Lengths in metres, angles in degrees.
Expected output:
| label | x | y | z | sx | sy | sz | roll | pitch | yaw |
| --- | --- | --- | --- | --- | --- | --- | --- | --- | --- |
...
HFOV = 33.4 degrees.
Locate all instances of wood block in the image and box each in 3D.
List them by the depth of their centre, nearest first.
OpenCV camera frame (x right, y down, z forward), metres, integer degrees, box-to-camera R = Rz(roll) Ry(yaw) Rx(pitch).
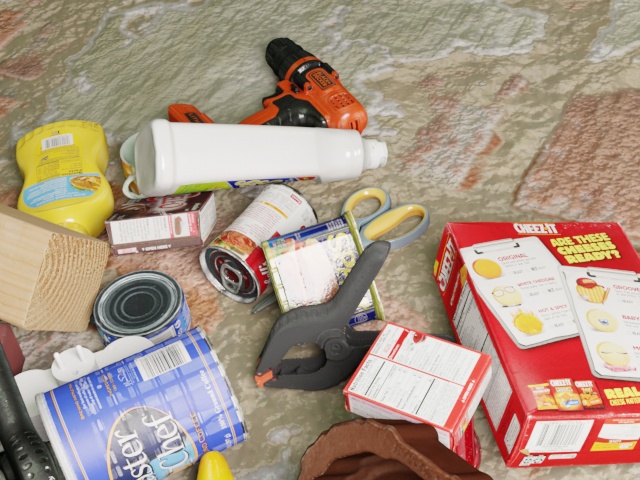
| label | x | y | z | sx | sy | sz | roll | pitch | yaw |
| --- | --- | --- | --- | --- | --- | --- | --- | --- | --- |
| wood block | -0.313 | 0.011 | 1.001 | 0.206 | 0.090 | 0.090 | 18 | 92 | 25 |

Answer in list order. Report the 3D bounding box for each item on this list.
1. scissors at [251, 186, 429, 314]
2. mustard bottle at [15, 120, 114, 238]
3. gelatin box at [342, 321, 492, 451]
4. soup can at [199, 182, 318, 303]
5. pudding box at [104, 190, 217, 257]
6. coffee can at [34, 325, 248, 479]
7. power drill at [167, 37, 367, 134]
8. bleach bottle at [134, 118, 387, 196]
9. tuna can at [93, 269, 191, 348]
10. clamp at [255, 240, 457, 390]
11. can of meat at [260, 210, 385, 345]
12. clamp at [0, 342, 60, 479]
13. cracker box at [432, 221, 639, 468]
| label | x | y | z | sx | sy | sz | roll | pitch | yaw |
| --- | --- | --- | --- | --- | --- | --- | --- | --- | --- |
| scissors | 0.009 | 0.002 | 1.030 | 0.201 | 0.016 | 0.096 | -23 | 44 | -13 |
| mustard bottle | -0.261 | -0.045 | 1.094 | 0.096 | 0.058 | 0.192 | -12 | 44 | -6 |
| gelatin box | 0.072 | 0.106 | 0.783 | 0.089 | 0.030 | 0.073 | 17 | 51 | 24 |
| soup can | -0.057 | 0.001 | 1.005 | 0.069 | 0.068 | 0.102 | 21 | 51 | 28 |
| pudding box | -0.151 | -0.018 | 1.029 | 0.090 | 0.039 | 0.113 | -8 | 14 | 3 |
| coffee can | -0.142 | 0.142 | 0.850 | 0.140 | 0.103 | 0.103 | -23 | 46 | -14 |
| power drill | -0.067 | -0.146 | 1.164 | 0.187 | 0.057 | 0.185 | -26 | 46 | -16 |
| bleach bottle | -0.049 | -0.083 | 1.047 | 0.250 | 0.068 | 0.103 | -4 | -4 | -22 |
| tuna can | -0.164 | 0.068 | 0.979 | 0.086 | 0.034 | 0.086 | -5 | 44 | 5 |
| clamp | 0.014 | 0.070 | 0.884 | 0.172 | 0.120 | 0.039 | -20 | 18 | 14 |
| can of meat | 0.001 | 0.034 | 0.941 | 0.084 | 0.102 | 0.057 | -18 | 1 | -5 |
| clamp | -0.217 | 0.172 | 0.794 | 0.036 | 0.165 | 0.210 | -20 | 48 | -23 |
| cracker box | 0.198 | 0.078 | 0.857 | 0.164 | 0.072 | 0.214 | 0 | 41 | -14 |
